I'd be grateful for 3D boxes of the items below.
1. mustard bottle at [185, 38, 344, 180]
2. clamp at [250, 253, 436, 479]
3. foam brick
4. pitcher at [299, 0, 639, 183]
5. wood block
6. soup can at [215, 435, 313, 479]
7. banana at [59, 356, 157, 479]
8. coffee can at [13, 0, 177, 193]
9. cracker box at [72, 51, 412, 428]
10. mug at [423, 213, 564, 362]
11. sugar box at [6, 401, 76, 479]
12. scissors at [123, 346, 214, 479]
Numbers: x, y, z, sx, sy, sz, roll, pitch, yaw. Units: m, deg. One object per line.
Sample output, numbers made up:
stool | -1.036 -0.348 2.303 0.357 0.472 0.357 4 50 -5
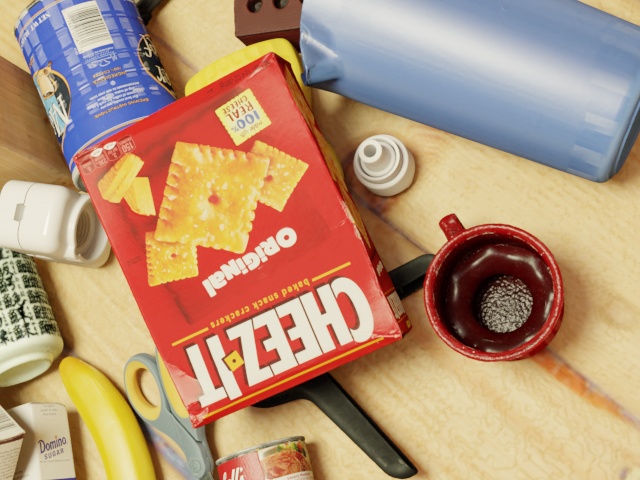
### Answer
mustard bottle | -0.034 -0.055 0.823 0.096 0.058 0.192 -23 71 8
clamp | -0.009 0.092 0.798 0.210 0.036 0.164 -2 70 20
foam brick | -0.024 -0.183 0.853 0.078 0.051 0.053 -5 78 17
pitcher | 0.118 -0.140 0.766 0.243 0.144 0.149 24 99 17
wood block | -0.278 -0.092 0.837 0.091 0.206 0.090 -20 74 13
soup can | -0.030 0.200 0.770 0.068 0.068 0.102 -21 74 13
banana | -0.162 0.180 0.834 0.070 0.037 0.198 -17 74 15
coffee can | -0.173 -0.123 0.858 0.103 0.102 0.140 -28 77 11
cracker box | -0.055 0.001 0.748 0.164 0.072 0.214 -25 87 11
mug | 0.119 0.032 0.747 0.093 0.081 0.117 -37 71 8
sugar box | -0.232 0.222 0.837 0.093 0.048 0.176 -20 71 30
scissors | -0.107 0.166 0.827 0.096 0.016 0.202 -9 91 40
